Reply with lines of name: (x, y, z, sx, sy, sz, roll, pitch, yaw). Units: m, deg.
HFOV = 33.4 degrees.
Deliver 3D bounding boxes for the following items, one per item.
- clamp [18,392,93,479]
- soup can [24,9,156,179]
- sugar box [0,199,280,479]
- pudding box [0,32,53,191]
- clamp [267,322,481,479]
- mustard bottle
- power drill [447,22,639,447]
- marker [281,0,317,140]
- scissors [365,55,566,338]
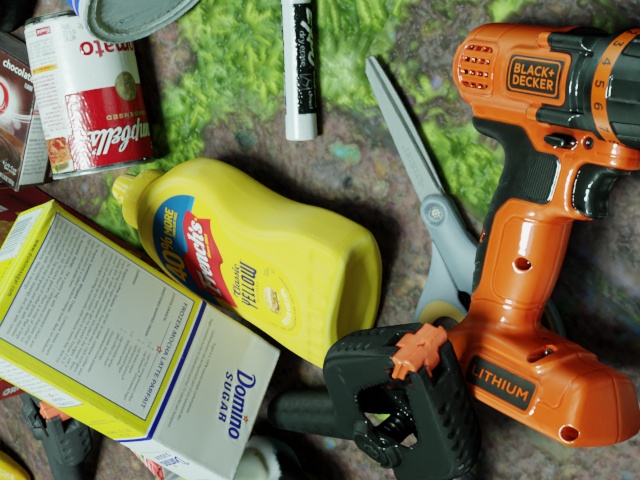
clamp: (-0.188, 0.132, 0.760, 0.120, 0.039, 0.172, 62, 160, -6)
soup can: (-0.150, -0.096, 0.694, 0.069, 0.068, 0.102, -4, 99, 35)
sugar box: (-0.111, 0.063, 0.615, 0.176, 0.093, 0.048, 39, 147, -30)
pudding box: (-0.233, -0.100, 0.767, 0.114, 0.039, 0.090, 29, 116, 25)
clamp: (0.046, 0.110, 0.578, 0.164, 0.036, 0.210, 40, 152, 11)
mustard bottle: (-0.055, 0.001, 0.656, 0.192, 0.058, 0.096, 27, 137, 28)
power drill: (0.125, -0.005, 0.495, 0.185, 0.057, 0.188, 24, 110, 54)
marker: (-0.014, -0.120, 0.624, 0.020, 0.020, 0.121, 6, 105, 33)
scissors: (0.058, 0.002, 0.605, 0.096, 0.016, 0.202, -44, 77, 29)
